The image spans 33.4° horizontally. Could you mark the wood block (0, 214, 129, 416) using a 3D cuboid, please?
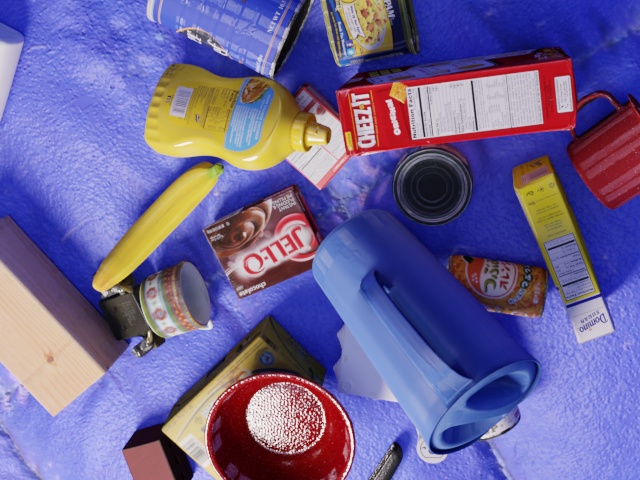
[{"bbox_3d":[-0.329,0.084,1.208,0.091,0.090,0.206,-40,96,16],"label":"wood block"}]

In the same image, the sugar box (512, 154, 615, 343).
[{"bbox_3d":[0.249,0.007,1.090,0.048,0.093,0.176,-24,102,15],"label":"sugar box"}]

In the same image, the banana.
[{"bbox_3d":[-0.175,-0.023,1.159,0.037,0.069,0.198,45,102,-1],"label":"banana"}]

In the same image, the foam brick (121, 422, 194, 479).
[{"bbox_3d":[-0.191,0.263,1.256,0.051,0.053,0.078,-16,103,13],"label":"foam brick"}]

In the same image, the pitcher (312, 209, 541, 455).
[{"bbox_3d":[0.092,0.079,1.059,0.243,0.144,0.149,51,146,32],"label":"pitcher"}]

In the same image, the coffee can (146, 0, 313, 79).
[{"bbox_3d":[-0.088,-0.238,1.068,0.140,0.102,0.103,26,108,1],"label":"coffee can"}]

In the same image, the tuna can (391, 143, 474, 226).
[{"bbox_3d":[0.118,-0.059,1.122,0.086,0.033,0.086,3,106,8],"label":"tuna can"}]

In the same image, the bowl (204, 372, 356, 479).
[{"bbox_3d":[-0.041,0.203,1.143,0.162,0.055,0.162,2,109,5],"label":"bowl"}]

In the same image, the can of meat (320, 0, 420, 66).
[{"bbox_3d":[0.049,-0.230,1.073,0.084,0.057,0.102,-9,104,14],"label":"can of meat"}]

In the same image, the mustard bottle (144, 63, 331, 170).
[{"bbox_3d":[-0.080,-0.123,1.095,0.192,0.058,0.096,12,74,19],"label":"mustard bottle"}]

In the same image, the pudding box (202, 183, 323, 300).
[{"bbox_3d":[-0.058,0.001,1.166,0.114,0.039,0.090,-23,102,15],"label":"pudding box"}]

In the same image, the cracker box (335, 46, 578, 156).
[{"bbox_3d":[0.133,-0.136,1.030,0.214,0.164,0.072,-7,103,11],"label":"cracker box"}]

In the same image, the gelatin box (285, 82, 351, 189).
[{"bbox_3d":[-0.007,-0.111,1.130,0.089,0.030,0.073,42,109,-2],"label":"gelatin box"}]

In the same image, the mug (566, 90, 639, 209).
[{"bbox_3d":[0.292,-0.093,1.056,0.082,0.093,0.117,-37,98,22],"label":"mug"}]
